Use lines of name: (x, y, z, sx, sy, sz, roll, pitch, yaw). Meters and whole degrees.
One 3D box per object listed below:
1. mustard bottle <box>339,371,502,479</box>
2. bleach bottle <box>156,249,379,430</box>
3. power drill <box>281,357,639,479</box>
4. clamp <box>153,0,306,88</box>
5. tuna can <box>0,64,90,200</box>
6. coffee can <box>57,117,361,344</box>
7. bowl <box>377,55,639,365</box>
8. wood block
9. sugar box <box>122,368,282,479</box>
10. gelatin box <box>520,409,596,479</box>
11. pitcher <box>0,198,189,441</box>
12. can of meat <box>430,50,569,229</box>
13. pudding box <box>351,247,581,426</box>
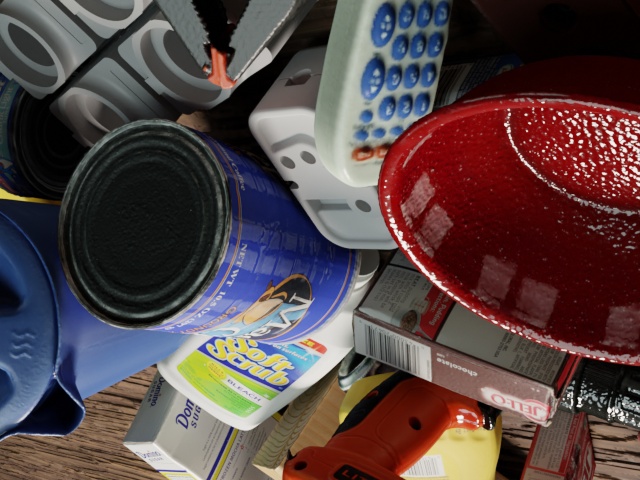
mustard bottle: (0.075, 0.176, 0.679, 0.096, 0.058, 0.191, -4, 115, 19)
bleach bottle: (-0.031, 0.053, 0.724, 0.102, 0.068, 0.251, 37, 147, -3)
power drill: (0.082, 0.101, 0.565, 0.185, 0.187, 0.057, 17, 131, 29)
clamp: (-0.046, -0.146, 0.417, 0.120, 0.039, 0.172, 21, 125, 11)
tuna can: (-0.165, -0.067, 0.648, 0.034, 0.086, 0.086, 8, 142, 33)
coffee can: (-0.054, 0.001, 0.567, 0.103, 0.103, 0.140, 14, 179, 29)
bowl: (0.105, -0.017, 0.398, 0.162, 0.055, 0.162, 18, 150, 11)
wood block: (0.065, 0.185, 0.778, 0.206, 0.090, 0.090, 37, 165, -7)
sugar box: (-0.073, 0.171, 0.871, 0.048, 0.093, 0.176, -12, 132, 43)
gelatin box: (0.150, 0.159, 0.678, 0.030, 0.089, 0.073, 7, 142, 27)
pitcher: (-0.169, 0.031, 0.644, 0.145, 0.149, 0.242, -9, 179, 14)
can of meat: (0.077, -0.039, 0.494, 0.084, 0.057, 0.102, 0, 136, 41)
pudding box: (0.085, 0.035, 0.559, 0.114, 0.090, 0.039, 21, 144, 22)
